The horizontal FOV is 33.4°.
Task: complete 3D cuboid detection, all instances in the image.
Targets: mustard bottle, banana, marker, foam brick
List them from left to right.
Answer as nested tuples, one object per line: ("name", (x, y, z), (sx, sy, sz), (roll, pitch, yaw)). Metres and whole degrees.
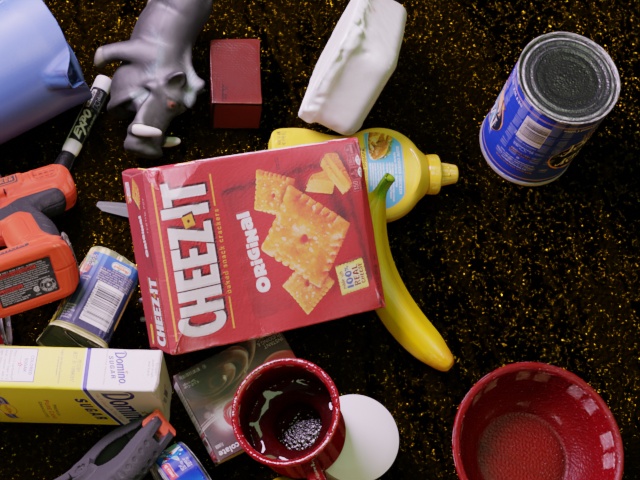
("marker", (-0.243, -0.114, 1.084), (0.020, 0.020, 0.121), (20, 67, 1))
("foam brick", (-0.089, -0.162, 1.105), (0.053, 0.051, 0.078), (0, 68, -6))
("mustard bottle", (0.045, -0.065, 1.078), (0.191, 0.058, 0.096), (-2, 79, -8))
("banana", (0.070, 0.038, 1.035), (0.037, 0.070, 0.198), (-20, 92, -40))

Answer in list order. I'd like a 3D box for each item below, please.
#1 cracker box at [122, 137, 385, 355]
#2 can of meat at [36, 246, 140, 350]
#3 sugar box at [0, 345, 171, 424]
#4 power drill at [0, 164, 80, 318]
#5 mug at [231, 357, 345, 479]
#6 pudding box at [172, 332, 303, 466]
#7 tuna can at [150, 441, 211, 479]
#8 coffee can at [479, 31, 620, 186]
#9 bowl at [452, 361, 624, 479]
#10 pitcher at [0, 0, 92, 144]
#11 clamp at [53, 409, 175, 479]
("cracker box", (-0.056, 0.001, 0.966), (0.213, 0.072, 0.164), (-11, 95, -25))
("can of meat", (-0.209, 0.062, 0.973), (0.057, 0.102, 0.084), (29, 64, -13))
("sugar box", (-0.223, 0.129, 0.938), (0.176, 0.093, 0.048), (3, 62, 1))
("power drill", (-0.300, 0.001, 0.960), (0.184, 0.057, 0.188), (-21, 34, -12))
("mug", (-0.018, 0.167, 0.914), (0.093, 0.081, 0.117), (-28, 64, -3))
("pudding box", (-0.068, 0.144, 0.991), (0.113, 0.039, 0.090), (-26, 75, -16))
("tuna can", (-0.115, 0.219, 0.930), (0.033, 0.086, 0.086), (-31, 75, -19))
("coffee can", (0.229, -0.130, 1.084), (0.102, 0.140, 0.103), (2, 68, -6))
("bowl", (0.196, 0.198, 0.994), (0.162, 0.055, 0.162), (2, 68, -6))
("pitcher", (-0.359, -0.142, 1.031), (0.242, 0.149, 0.145), (-33, 91, -15))
("clamp", (-0.195, 0.211, 0.894), (0.171, 0.120, 0.039), (-38, 118, -2))
